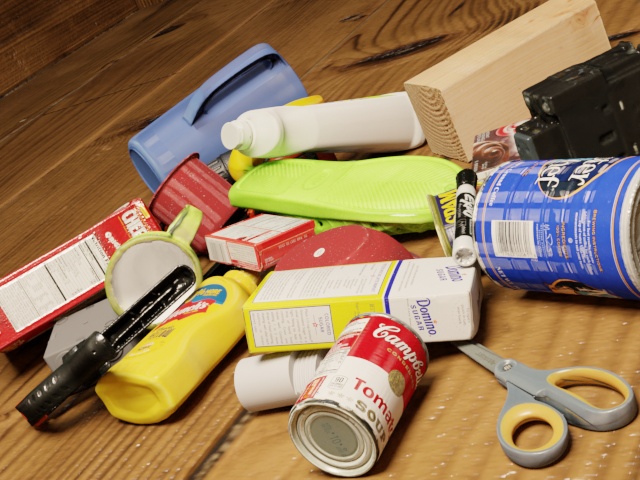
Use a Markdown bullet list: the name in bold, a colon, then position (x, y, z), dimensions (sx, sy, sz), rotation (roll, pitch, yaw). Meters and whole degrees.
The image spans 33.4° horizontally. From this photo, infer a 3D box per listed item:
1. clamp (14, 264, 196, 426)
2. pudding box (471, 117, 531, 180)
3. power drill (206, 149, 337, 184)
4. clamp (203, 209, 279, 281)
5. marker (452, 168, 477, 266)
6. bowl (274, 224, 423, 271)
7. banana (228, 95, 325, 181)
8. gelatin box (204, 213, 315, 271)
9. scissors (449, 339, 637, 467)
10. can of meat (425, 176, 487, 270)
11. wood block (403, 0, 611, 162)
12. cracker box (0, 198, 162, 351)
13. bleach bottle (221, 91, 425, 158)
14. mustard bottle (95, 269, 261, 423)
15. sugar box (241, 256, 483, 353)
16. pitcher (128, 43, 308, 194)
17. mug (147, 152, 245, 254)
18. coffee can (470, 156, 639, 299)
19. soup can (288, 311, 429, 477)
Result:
- **clamp**: position (-0.204, 0.103, 0.969), dimensions (0.210, 0.036, 0.164), rotation (-40, 2, 36)
- **pudding box**: position (0.195, -0.083, 1.037), dimensions (0.090, 0.039, 0.113), rotation (-18, 23, 18)
- **power drill**: position (-0.061, -0.101, 1.345), dimensions (0.184, 0.057, 0.188), rotation (-30, 22, 0)
- **clamp**: position (-0.080, 0.010, 1.137), dimensions (0.120, 0.039, 0.171), rotation (-21, 19, -2)
- **marker**: position (0.117, -0.022, 0.861), dimensions (0.020, 0.020, 0.121), rotation (-18, 31, 20)
- **bowl**: position (0.011, 0.033, 0.956), dimensions (0.162, 0.055, 0.162), rotation (-23, 21, 9)
- **banana**: position (-0.059, -0.116, 1.255), dimensions (0.070, 0.037, 0.197), rotation (2, 35, 25)
- **gelatin box**: position (-0.057, 0.001, 1.033), dimensions (0.073, 0.030, 0.089), rotation (-23, 20, -35)
- **scissors**: position (0.121, 0.103, 0.722), dimensions (0.096, 0.016, 0.202), rotation (-37, 24, -26)
- **can of meat**: position (0.143, -0.016, 0.919), dimensions (0.084, 0.057, 0.102), rotation (-20, 22, 8)
- **wood block**: position (0.209, -0.179, 1.174), dimensions (0.206, 0.091, 0.090), rotation (-31, 22, -13)
- **cracker box**: position (-0.277, 0.041, 1.174), dimensions (0.213, 0.072, 0.164), rotation (-32, 1, -14)
- **bleach bottle**: position (0.001, -0.124, 1.178), dimensions (0.250, 0.068, 0.103), rotation (-10, 4, -44)
- **mustard bottle**: position (-0.112, 0.085, 0.970), dimensions (0.096, 0.058, 0.191), rotation (-17, 21, 44)
- **sugar box**: position (0.036, 0.050, 0.838), dimensions (0.176, 0.048, 0.093), rotation (-2, 17, 14)
- **pitcher**: position (-0.140, -0.161, 1.465), dimensions (0.242, 0.149, 0.145), rotation (-36, 23, -17)
- **mug**: position (-0.142, -0.030, 1.208), dimensions (0.117, 0.081, 0.093), rotation (-54, -5, 24)
- **coffee can**: position (0.196, -0.010, 0.778), dimensions (0.102, 0.103, 0.141), rotation (-39, 24, -31)
- **soup can**: position (0.027, 0.106, 0.748), dimensions (0.069, 0.068, 0.102), rotation (-11, 26, 34)
